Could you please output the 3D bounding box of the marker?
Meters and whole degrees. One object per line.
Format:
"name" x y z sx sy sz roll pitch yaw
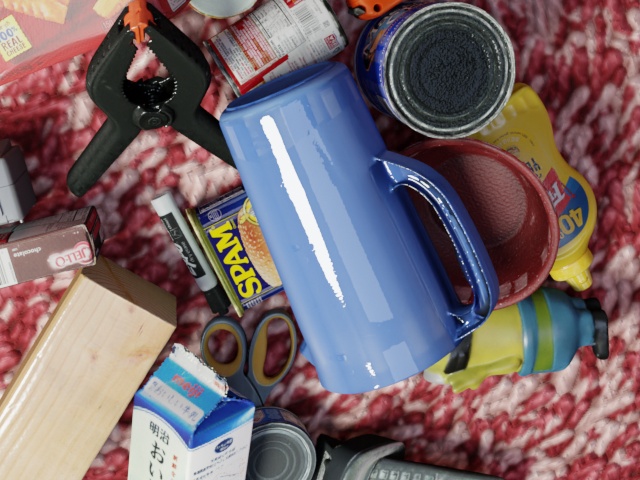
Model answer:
"marker" -0.112 0.013 0.935 0.020 0.020 0.121 -27 104 -1

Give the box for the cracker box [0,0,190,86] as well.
"cracker box" -0.219 -0.242 0.801 0.164 0.072 0.213 -16 113 19

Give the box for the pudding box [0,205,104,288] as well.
"pudding box" -0.239 0.008 0.882 0.113 0.090 0.039 -13 102 -4

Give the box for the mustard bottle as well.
"mustard bottle" 0.187 -0.036 0.942 0.096 0.058 0.191 -33 105 4

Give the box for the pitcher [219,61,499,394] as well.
"pitcher" 0.025 -0.014 0.836 0.149 0.145 0.243 -27 105 -10

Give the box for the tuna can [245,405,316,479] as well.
"tuna can" -0.047 0.195 0.962 0.086 0.034 0.086 -4 107 -15

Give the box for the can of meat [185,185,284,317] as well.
"can of meat" -0.056 0.001 0.921 0.084 0.057 0.102 -27 105 -4

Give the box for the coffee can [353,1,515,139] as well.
"coffee can" 0.088 -0.141 0.863 0.102 0.140 0.103 -2 103 -7

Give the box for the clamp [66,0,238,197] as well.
"clamp" -0.122 -0.105 0.844 0.164 0.036 0.210 -4 147 -12

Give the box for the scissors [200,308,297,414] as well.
"scissors" -0.079 0.153 0.973 0.096 0.016 0.202 16 100 -9

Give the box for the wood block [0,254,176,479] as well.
"wood block" -0.214 0.125 0.911 0.090 0.091 0.206 31 98 -13

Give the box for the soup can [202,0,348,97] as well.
"soup can" -0.036 -0.162 0.880 0.102 0.068 0.068 -33 105 0

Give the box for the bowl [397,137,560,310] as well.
"bowl" 0.124 -0.022 0.896 0.162 0.055 0.162 11 121 18
